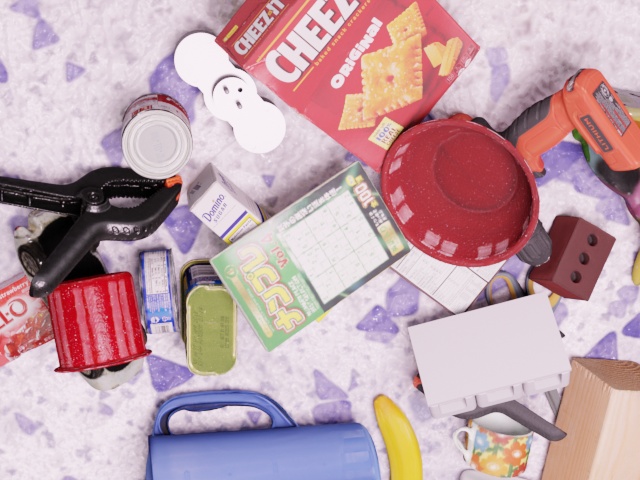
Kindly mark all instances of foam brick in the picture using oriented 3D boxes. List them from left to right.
[{"bbox_3d":[0.269,0.019,1.142,0.053,0.051,0.078,28,82,-16],"label":"foam brick"}]

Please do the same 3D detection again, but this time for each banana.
[{"bbox_3d":[0.083,0.269,1.204,0.069,0.037,0.198,4,105,-11],"label":"banana"}]

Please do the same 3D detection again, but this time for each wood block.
[{"bbox_3d":[0.317,0.245,1.200,0.090,0.091,0.206,5,106,-20],"label":"wood block"}]

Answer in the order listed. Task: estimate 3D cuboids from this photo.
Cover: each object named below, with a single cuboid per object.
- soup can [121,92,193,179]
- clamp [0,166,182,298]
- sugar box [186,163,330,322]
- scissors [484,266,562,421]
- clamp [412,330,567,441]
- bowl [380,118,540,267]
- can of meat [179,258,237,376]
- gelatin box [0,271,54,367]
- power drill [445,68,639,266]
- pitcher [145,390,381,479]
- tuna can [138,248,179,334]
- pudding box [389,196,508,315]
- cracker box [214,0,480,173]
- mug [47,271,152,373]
[{"bbox_3d":[-0.157,-0.101,1.025,0.068,0.102,0.068,-2,106,-8],"label":"soup can"},{"bbox_3d":[-0.230,-0.034,1.028,0.209,0.165,0.036,-25,147,-40],"label":"clamp"},{"bbox_3d":[-0.057,0.002,1.076,0.176,0.093,0.048,40,96,-16],"label":"sugar box"},{"bbox_3d":[0.256,0.105,1.195,0.096,0.016,0.201,-36,108,2],"label":"scissors"},{"bbox_3d":[0.190,0.147,1.168,0.171,0.039,0.120,9,73,9],"label":"clamp"},{"bbox_3d":[0.143,-0.055,1.052,0.162,0.055,0.162,14,124,21],"label":"bowl"},{"bbox_3d":[-0.114,0.079,1.094,0.057,0.084,0.102,-1,106,-9],"label":"can of meat"},{"bbox_3d":[-0.318,0.083,1.091,0.089,0.030,0.073,-28,108,-1],"label":"gelatin box"},{"bbox_3d":[0.226,-0.073,1.065,0.188,0.057,0.184,-28,104,41],"label":"power drill"},{"bbox_3d":[-0.065,0.250,1.137,0.242,0.145,0.149,-5,119,-11],"label":"pitcher"},{"bbox_3d":[-0.163,0.052,1.077,0.033,0.086,0.086,-5,107,-6],"label":"tuna can"},{"bbox_3d":[0.132,0.017,1.138,0.113,0.039,0.090,37,98,-14],"label":"pudding box"},{"bbox_3d":[0.033,-0.183,1.004,0.164,0.072,0.213,-50,136,7],"label":"cracker box"},{"bbox_3d":[-0.207,0.074,1.017,0.093,0.117,0.081,-9,92,21],"label":"mug"}]
